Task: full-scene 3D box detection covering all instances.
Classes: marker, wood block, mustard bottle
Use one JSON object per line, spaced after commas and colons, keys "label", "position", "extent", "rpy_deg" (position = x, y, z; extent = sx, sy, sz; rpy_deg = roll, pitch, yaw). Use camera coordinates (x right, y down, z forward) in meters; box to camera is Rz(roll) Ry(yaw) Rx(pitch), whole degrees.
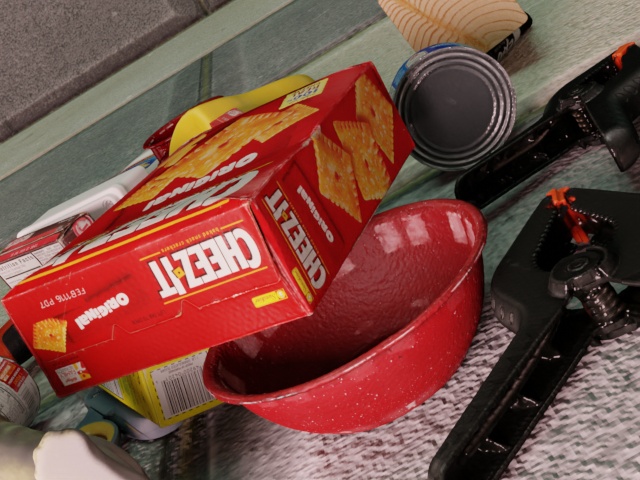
{"label": "marker", "position": [0.154, -0.168, 0.933], "extent": [0.020, 0.020, 0.121], "rpy_deg": [-12, 27, 46]}
{"label": "wood block", "position": [0.116, -0.216, 0.956], "extent": [0.090, 0.091, 0.206], "rpy_deg": [-36, 11, 16]}
{"label": "mustard bottle", "position": [-0.046, -0.107, 0.987], "extent": [0.191, 0.058, 0.096], "rpy_deg": [-25, -25, -37]}

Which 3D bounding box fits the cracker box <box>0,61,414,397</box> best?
{"label": "cracker box", "position": [-0.053, -0.014, 0.603], "extent": [0.164, 0.072, 0.213], "rpy_deg": [-21, 17, 27]}

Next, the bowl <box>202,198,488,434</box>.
{"label": "bowl", "position": [0.022, 0.046, 0.537], "extent": [0.162, 0.055, 0.162], "rpy_deg": [-29, 19, 10]}

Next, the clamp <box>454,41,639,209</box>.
{"label": "clamp", "position": [0.154, -0.072, 0.656], "extent": [0.120, 0.039, 0.171], "rpy_deg": [-13, 20, 36]}

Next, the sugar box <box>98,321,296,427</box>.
{"label": "sugar box", "position": [-0.092, 0.065, 0.663], "extent": [0.093, 0.048, 0.176], "rpy_deg": [-19, 9, -24]}

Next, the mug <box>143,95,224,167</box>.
{"label": "mug", "position": [-0.118, -0.077, 1.038], "extent": [0.093, 0.081, 0.117], "rpy_deg": [-20, 22, 33]}

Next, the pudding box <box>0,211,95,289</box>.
{"label": "pudding box", "position": [-0.172, 0.039, 0.778], "extent": [0.090, 0.113, 0.039], "rpy_deg": [-16, 28, 41]}

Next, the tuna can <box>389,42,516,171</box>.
{"label": "tuna can", "position": [0.090, -0.093, 0.740], "extent": [0.086, 0.086, 0.034], "rpy_deg": [-30, 16, 6]}

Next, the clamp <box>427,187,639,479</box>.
{"label": "clamp", "position": [0.128, 0.022, 0.458], "extent": [0.165, 0.036, 0.209], "rpy_deg": [-25, 19, 23]}

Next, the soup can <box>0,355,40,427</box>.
{"label": "soup can", "position": [-0.237, 0.130, 0.722], "extent": [0.069, 0.068, 0.102], "rpy_deg": [-26, 19, 17]}

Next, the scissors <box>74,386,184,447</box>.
{"label": "scissors", "position": [-0.156, 0.118, 0.701], "extent": [0.096, 0.016, 0.202], "rpy_deg": [-38, 19, -34]}
